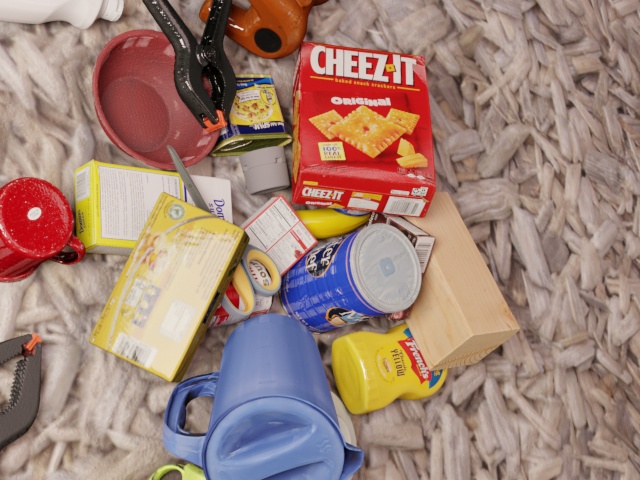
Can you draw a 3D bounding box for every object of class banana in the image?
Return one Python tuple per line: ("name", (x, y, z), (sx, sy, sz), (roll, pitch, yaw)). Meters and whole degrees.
("banana", (0.022, -0.039, 1.336), (0.070, 0.037, 0.197), (40, 44, 15))

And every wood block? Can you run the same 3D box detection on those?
("wood block", (0.147, 0.047, 1.330), (0.090, 0.090, 0.206), (-2, 58, -41))

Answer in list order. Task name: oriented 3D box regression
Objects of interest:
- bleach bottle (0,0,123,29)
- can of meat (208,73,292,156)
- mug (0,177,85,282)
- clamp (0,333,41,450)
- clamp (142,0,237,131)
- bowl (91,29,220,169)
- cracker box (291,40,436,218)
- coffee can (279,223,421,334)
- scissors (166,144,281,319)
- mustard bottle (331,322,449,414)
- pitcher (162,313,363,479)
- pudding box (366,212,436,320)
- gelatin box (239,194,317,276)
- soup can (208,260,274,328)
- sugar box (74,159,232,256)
("bleach bottle", (-0.321, -0.266, 1.108), (0.250, 0.068, 0.102), (10, 70, -40))
("can of meat", (-0.092, -0.149, 1.262), (0.101, 0.058, 0.084), (-8, 79, -42))
("mug", (-0.283, -0.007, 1.039), (0.117, 0.082, 0.093), (32, 58, -28))
("clamp", (-0.315, 0.178, 0.982), (0.164, 0.036, 0.209), (49, 51, -16))
("clamp", (-0.141, -0.207, 1.175), (0.120, 0.039, 0.171), (1, 76, -37))
("bowl", (-0.190, -0.148, 1.180), (0.161, 0.055, 0.162), (14, 68, -36))
("cracker box", (0.050, -0.138, 1.292), (0.164, 0.072, 0.213), (6, 55, -9))
("coffee can", (0.033, 0.047, 1.244), (0.102, 0.141, 0.103), (14, 67, -36))
("scissors", (-0.100, -0.013, 1.155), (0.096, 0.016, 0.202), (-6, 73, -43))
("mustard bottle", (0.104, 0.152, 1.324), (0.191, 0.058, 0.096), (-6, 75, -41))
("pitcher", (-0.059, 0.164, 1.076), (0.149, 0.145, 0.243), (49, 9, -16))
("pudding box", (0.084, 0.028, 1.295), (0.039, 0.090, 0.113), (6, 110, -42))
("gelatin box", (-0.058, 0.001, 1.243), (0.089, 0.030, 0.073), (-44, 105, -20))
("soup can", (-0.110, 0.060, 1.171), (0.102, 0.069, 0.068), (-8, 81, -41))
("sugar box", (-0.178, -0.028, 1.159), (0.175, 0.048, 0.093), (8, 72, -41))
